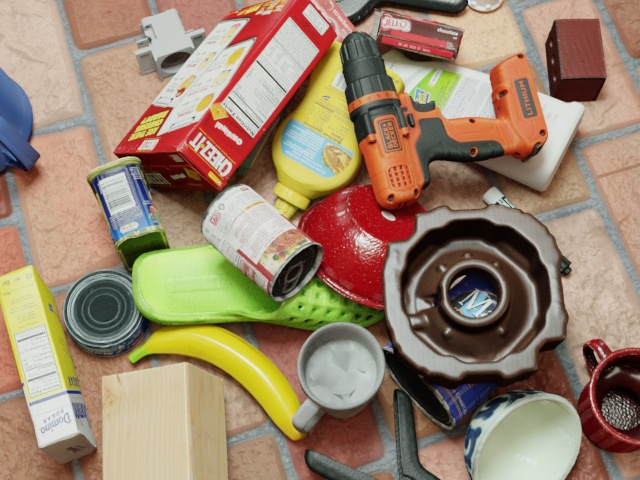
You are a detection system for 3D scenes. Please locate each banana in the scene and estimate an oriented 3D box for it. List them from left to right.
[{"bbox_3d":[-0.092,0.129,1.067,0.198,0.037,0.070,24,96,12],"label":"banana"}]

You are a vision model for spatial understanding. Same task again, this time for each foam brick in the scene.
[{"bbox_3d":[0.282,-0.200,1.181,0.051,0.053,0.078,-1,68,0],"label":"foam brick"}]

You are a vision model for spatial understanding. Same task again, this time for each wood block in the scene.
[{"bbox_3d":[-0.141,0.228,0.984,0.091,0.090,0.206,-12,69,16],"label":"wood block"}]

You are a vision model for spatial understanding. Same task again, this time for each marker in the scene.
[{"bbox_3d":[0.219,-0.009,1.125,0.020,0.020,0.121,-39,73,-14],"label":"marker"}]

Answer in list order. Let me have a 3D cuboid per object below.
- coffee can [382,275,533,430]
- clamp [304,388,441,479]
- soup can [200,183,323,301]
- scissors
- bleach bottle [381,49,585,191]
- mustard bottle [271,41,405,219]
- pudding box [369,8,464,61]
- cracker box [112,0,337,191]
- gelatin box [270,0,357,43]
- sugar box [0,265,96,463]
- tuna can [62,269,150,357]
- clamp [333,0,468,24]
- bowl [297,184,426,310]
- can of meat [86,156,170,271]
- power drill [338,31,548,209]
[{"bbox_3d":[0.143,0.099,1.038,0.140,0.103,0.103,-40,74,-14],"label":"coffee can"},{"bbox_3d":[0.081,0.230,1.023,0.120,0.039,0.171,-42,80,-10],"label":"clamp"},{"bbox_3d":[-0.057,0.001,1.014,0.102,0.068,0.068,40,74,24],"label":"soup can"},{"bbox_3d":[-0.043,-0.145,1.154,0.016,0.096,0.201,31,57,-5],"label":"scissors"},{"bbox_3d":[0.150,-0.149,1.158,0.251,0.068,0.102,27,71,13],"label":"bleach bottle"},{"bbox_3d":[0.004,-0.106,1.125,0.096,0.058,0.191,30,93,10],"label":"mustard bottle"},{"bbox_3d":[0.102,-0.224,1.155,0.090,0.113,0.039,13,101,-4],"label":"pudding box"},{"bbox_3d":[-0.098,-0.150,1.106,0.072,0.164,0.213,44,71,-27],"label":"cracker box"},{"bbox_3d":[-0.014,-0.243,1.189,0.073,0.030,0.089,-38,92,2],"label":"gelatin box"},{"bbox_3d":[-0.266,0.121,1.037,0.048,0.093,0.176,-21,71,-8],"label":"sugar box"},{"bbox_3d":[-0.218,0.073,1.087,0.086,0.034,0.086,0,69,0],"label":"tuna can"},{"bbox_3d":[0.048,-0.313,1.231,0.210,0.036,0.164,-16,78,-3],"label":"clamp"},{"bbox_3d":[0.060,-0.006,1.065,0.162,0.055,0.162,14,40,-12],"label":"bowl"},{"bbox_3d":[-0.193,-0.025,1.090,0.057,0.102,0.084,-21,72,-8],"label":"can of meat"},{"bbox_3d":[0.120,-0.134,1.066,0.187,0.057,0.184,-12,81,-10],"label":"power drill"}]
